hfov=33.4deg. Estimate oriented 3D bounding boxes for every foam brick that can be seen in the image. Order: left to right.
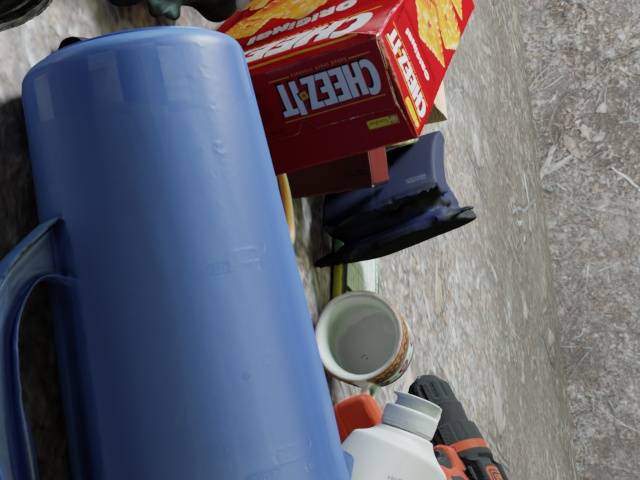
[{"bbox_3d":[0.009,-0.064,0.855,0.051,0.078,0.053,-24,107,-72],"label":"foam brick"}]

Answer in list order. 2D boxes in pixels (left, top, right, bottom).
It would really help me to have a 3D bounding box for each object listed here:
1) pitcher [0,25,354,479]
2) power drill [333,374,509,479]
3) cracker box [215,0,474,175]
[{"bbox_3d":[-0.075,0.030,0.499,0.149,0.145,0.243,12,66,-83],"label":"pitcher"},{"bbox_3d":[0.078,0.168,0.800,0.187,0.057,0.184,23,33,-49],"label":"power drill"},{"bbox_3d":[-0.002,-0.118,0.679,0.072,0.164,0.213,65,27,-22],"label":"cracker box"}]
